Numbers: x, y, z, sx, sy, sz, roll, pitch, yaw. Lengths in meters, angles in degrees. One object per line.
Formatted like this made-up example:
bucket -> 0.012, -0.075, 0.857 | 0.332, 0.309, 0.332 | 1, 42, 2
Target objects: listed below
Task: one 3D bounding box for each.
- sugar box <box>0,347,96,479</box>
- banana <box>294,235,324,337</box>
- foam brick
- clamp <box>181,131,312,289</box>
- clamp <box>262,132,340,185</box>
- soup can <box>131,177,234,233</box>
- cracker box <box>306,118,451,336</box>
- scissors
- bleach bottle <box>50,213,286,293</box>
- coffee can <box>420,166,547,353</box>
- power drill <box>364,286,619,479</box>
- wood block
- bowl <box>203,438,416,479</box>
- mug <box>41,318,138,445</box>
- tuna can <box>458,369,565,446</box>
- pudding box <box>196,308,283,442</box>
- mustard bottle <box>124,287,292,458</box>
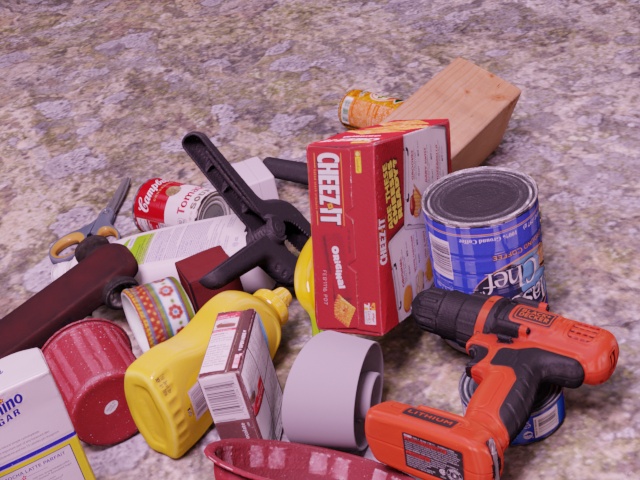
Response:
sugar box -> -0.226, 0.172, 0.812 | 0.093, 0.176, 0.048 | -23, 32, -17
banana -> 0.012, 0.016, 1.083 | 0.037, 0.069, 0.197 | 0, 32, 23
foam brick -> -0.105, 0.054, 1.060 | 0.051, 0.078, 0.053 | -22, 32, -13
clamp -> -0.057, 0.001, 1.048 | 0.036, 0.209, 0.164 | -26, 52, 30
clamp -> 0.005, -0.076, 1.271 | 0.120, 0.039, 0.172 | -21, 32, -11
soup can -> -0.158, -0.032, 1.231 | 0.102, 0.068, 0.068 | 12, 39, 34
cracker box -> 0.061, -0.021, 0.976 | 0.072, 0.164, 0.213 | 1, 12, 24
scissors -> -0.281, -0.022, 1.310 | 0.096, 0.016, 0.202 | -13, 30, -1
bleach bottle -> -0.169, 0.021, 1.153 | 0.251, 0.068, 0.102 | -6, 32, 14
coffee can -> 0.150, 0.019, 0.962 | 0.103, 0.140, 0.103 | -9, 31, 5
power drill -> 0.116, 0.107, 0.840 | 0.185, 0.057, 0.187 | 13, 39, 36
wood block -> 0.132, -0.114, 1.211 | 0.090, 0.091, 0.205 | 32, 48, 17
bowl -> -0.010, 0.190, 0.779 | 0.162, 0.055, 0.162 | 10, -1, 0
mug -> -0.190, 0.130, 0.966 | 0.117, 0.093, 0.082 | 1, 26, -33
tuna can -> 0.158, 0.130, 0.881 | 0.086, 0.034, 0.086 | -9, 31, 5
pudding box -> -0.062, 0.128, 0.888 | 0.039, 0.113, 0.090 | -8, 30, 10
mustard bottle -> -0.089, 0.100, 0.958 | 0.058, 0.096, 0.191 | 13, 39, 36
